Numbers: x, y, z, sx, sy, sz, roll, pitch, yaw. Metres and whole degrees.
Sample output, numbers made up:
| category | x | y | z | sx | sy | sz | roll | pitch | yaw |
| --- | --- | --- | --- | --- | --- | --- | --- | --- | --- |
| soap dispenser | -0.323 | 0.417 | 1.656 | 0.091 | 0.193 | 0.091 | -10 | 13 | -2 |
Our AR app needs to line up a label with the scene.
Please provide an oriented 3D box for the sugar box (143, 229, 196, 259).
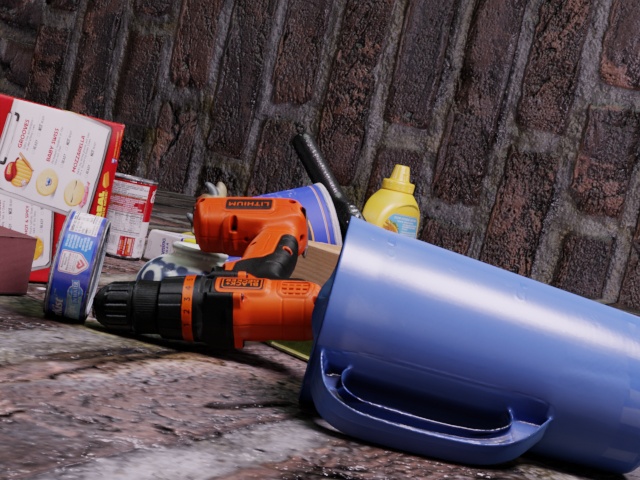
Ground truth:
| category | x | y | z | sx | sy | sz | roll | pitch | yaw |
| --- | --- | --- | --- | --- | --- | --- | --- | --- | --- |
| sugar box | -0.130 | 0.025 | 1.344 | 0.176 | 0.048 | 0.093 | 18 | 4 | 37 |

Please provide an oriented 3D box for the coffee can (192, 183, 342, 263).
| category | x | y | z | sx | sy | sz | roll | pitch | yaw |
| --- | --- | --- | --- | --- | --- | --- | --- | --- | --- |
| coffee can | -0.057 | 0.001 | 1.143 | 0.140 | 0.103 | 0.103 | -12 | 9 | -12 |

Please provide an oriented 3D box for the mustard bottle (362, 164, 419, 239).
| category | x | y | z | sx | sy | sz | roll | pitch | yaw |
| --- | --- | --- | --- | --- | --- | --- | --- | --- | --- |
| mustard bottle | 0.084 | -0.001 | 1.361 | 0.058 | 0.191 | 0.096 | 16 | 4 | 40 |

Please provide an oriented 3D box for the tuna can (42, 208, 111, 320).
| category | x | y | z | sx | sy | sz | roll | pitch | yaw |
| --- | --- | --- | --- | --- | --- | --- | --- | --- | --- |
| tuna can | -0.193 | 0.020 | 0.849 | 0.033 | 0.086 | 0.086 | 14 | 3 | -8 |

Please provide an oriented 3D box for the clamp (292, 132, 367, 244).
| category | x | y | z | sx | sy | sz | roll | pitch | yaw |
| --- | --- | --- | --- | --- | --- | --- | --- | --- | --- |
| clamp | 0.026 | -0.025 | 1.189 | 0.036 | 0.164 | 0.210 | -27 | 30 | -6 |

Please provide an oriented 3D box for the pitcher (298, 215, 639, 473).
| category | x | y | z | sx | sy | sz | roll | pitch | yaw |
| --- | --- | --- | --- | --- | --- | --- | --- | --- | --- |
| pitcher | 0.110 | 0.084 | 0.733 | 0.243 | 0.149 | 0.145 | 16 | -12 | 1 |

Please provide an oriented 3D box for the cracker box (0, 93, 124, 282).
| category | x | y | z | sx | sy | sz | roll | pitch | yaw |
| --- | --- | --- | --- | --- | --- | --- | --- | --- | --- |
| cracker box | -0.288 | -0.049 | 0.974 | 0.072 | 0.164 | 0.213 | 13 | 3 | 33 |

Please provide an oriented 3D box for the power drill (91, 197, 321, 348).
| category | x | y | z | sx | sy | sz | roll | pitch | yaw |
| --- | --- | --- | --- | --- | --- | --- | --- | --- | --- |
| power drill | -0.084 | 0.025 | 0.896 | 0.184 | 0.057 | 0.187 | 3 | 28 | 2 |

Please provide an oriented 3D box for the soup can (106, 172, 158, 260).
| category | x | y | z | sx | sy | sz | roll | pitch | yaw |
| --- | --- | --- | --- | --- | --- | --- | --- | --- | --- |
| soup can | -0.250 | -0.031 | 1.353 | 0.068 | 0.102 | 0.068 | 13 | 3 | -1 |

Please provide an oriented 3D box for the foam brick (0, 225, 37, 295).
| category | x | y | z | sx | sy | sz | roll | pitch | yaw |
| --- | --- | --- | --- | --- | --- | --- | --- | --- | --- |
| foam brick | -0.284 | 0.015 | 0.885 | 0.053 | 0.051 | 0.078 | 16 | 5 | 31 |
